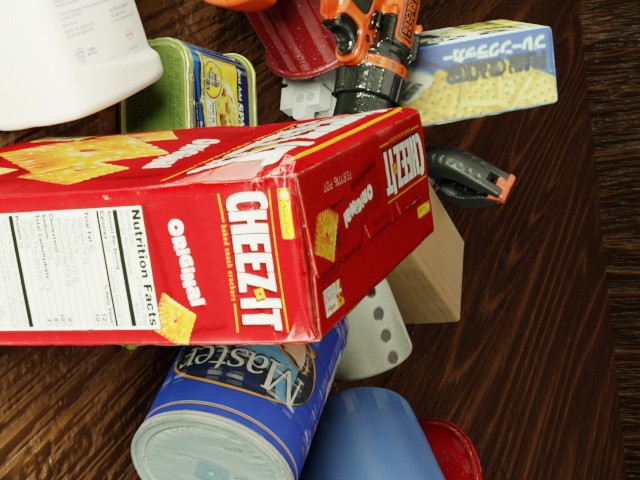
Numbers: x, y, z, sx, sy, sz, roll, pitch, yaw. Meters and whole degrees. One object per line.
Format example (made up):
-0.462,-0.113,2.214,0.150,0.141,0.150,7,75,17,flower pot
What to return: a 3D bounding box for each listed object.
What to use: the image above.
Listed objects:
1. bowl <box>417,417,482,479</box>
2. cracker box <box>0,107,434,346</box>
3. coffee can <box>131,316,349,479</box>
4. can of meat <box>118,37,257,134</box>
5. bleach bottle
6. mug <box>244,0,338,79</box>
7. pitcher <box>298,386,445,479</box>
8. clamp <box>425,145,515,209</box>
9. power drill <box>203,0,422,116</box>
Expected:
0.063,0.223,0.924,0.055,0.162,0.162,27,58,-31,bowl
-0.074,-0.011,0.482,0.164,0.214,0.072,-37,121,-64,cracker box
-0.047,0.096,0.685,0.140,0.103,0.103,-67,147,-47,coffee can
-0.084,-0.074,0.680,0.083,0.058,0.102,0,87,-66,can of meat
-0.152,-0.186,0.519,0.102,0.068,0.251,-48,129,-60,bleach bottle
-0.010,-0.193,0.820,0.117,0.093,0.081,-49,136,-15,mug
0.048,0.239,0.793,0.145,0.149,0.243,58,8,-46,pitcher
0.102,-0.061,1.014,0.039,0.172,0.120,-62,156,-13,clamp
0.001,-0.155,0.730,0.187,0.057,0.184,27,70,-52,power drill
